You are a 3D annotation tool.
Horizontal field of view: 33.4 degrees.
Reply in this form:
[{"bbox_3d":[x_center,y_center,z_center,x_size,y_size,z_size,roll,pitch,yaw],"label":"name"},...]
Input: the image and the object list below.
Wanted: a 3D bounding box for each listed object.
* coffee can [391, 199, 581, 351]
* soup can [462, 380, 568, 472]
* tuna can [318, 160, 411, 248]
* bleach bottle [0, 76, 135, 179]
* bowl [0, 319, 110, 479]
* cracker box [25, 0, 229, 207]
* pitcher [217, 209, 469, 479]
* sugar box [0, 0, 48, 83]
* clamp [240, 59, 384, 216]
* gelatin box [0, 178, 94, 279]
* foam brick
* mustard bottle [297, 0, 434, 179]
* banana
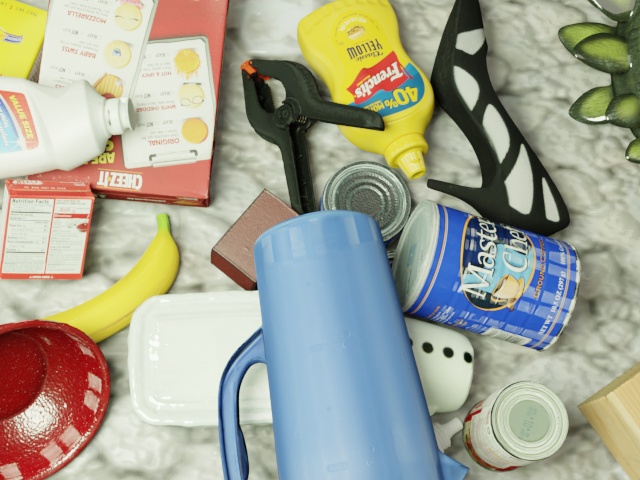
[{"bbox_3d":[0.144,0.032,0.950,0.140,0.103,0.103,16,72,-10],"label":"coffee can"},{"bbox_3d":[0.167,0.162,0.924,0.068,0.102,0.068,2,73,-5],"label":"soup can"},{"bbox_3d":[0.042,-0.032,1.005,0.086,0.034,0.086,1,73,-5],"label":"tuna can"},{"bbox_3d":[-0.285,-0.102,0.914,0.251,0.068,0.102,-6,80,4],"label":"bleach bottle"},{"bbox_3d":[-0.260,0.128,0.890,0.162,0.162,0.055,-39,40,-15],"label":"bowl"},{"bbox_3d":[-0.173,-0.145,0.986,0.164,0.072,0.214,5,83,-3],"label":"cracker box"},{"bbox_3d":[0.006,0.106,0.854,0.148,0.145,0.243,4,67,-39],"label":"pitcher"},{"bbox_3d":[-0.321,-0.144,0.997,0.093,0.048,0.176,17,71,0],"label":"sugar box"},{"bbox_3d":[-0.014,-0.118,0.992,0.120,0.039,0.171,-40,65,19],"label":"clamp"},{"bbox_3d":[-0.240,-0.009,0.928,0.073,0.089,0.030,1,32,-26],"label":"gelatin box"},{"bbox_3d":[-0.056,0.001,0.976,0.051,0.053,0.078,38,73,6],"label":"foam brick"},{"bbox_3d":[0.054,-0.141,1.014,0.096,0.058,0.192,-20,69,-10],"label":"mustard bottle"},{"bbox_3d":[-0.196,0.056,0.958,0.197,0.037,0.070,-38,51,-18],"label":"banana"}]
